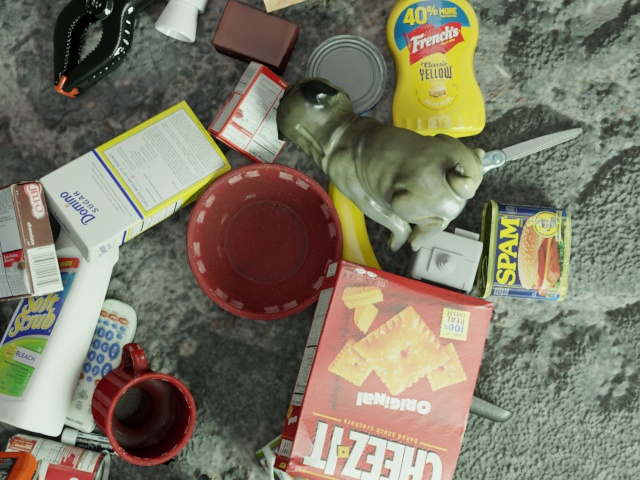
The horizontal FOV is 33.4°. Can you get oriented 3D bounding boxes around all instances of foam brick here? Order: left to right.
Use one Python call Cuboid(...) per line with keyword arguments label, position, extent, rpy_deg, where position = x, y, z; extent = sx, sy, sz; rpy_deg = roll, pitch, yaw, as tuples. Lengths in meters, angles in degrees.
Cuboid(label="foam brick", position=(-0.067, -0.213, 1.124), extent=(0.078, 0.053, 0.051), rpy_deg=(21, 88, 3))

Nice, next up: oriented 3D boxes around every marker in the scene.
Cuboid(label="marker", position=(-0.212, 0.218, 1.126), extent=(0.121, 0.020, 0.020), rpy_deg=(10, 88, 1))

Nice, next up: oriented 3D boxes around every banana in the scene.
Cuboid(label="banana", position=(0.043, -0.019, 1.121), extent=(0.069, 0.037, 0.198), rpy_deg=(-2, 88, 2))

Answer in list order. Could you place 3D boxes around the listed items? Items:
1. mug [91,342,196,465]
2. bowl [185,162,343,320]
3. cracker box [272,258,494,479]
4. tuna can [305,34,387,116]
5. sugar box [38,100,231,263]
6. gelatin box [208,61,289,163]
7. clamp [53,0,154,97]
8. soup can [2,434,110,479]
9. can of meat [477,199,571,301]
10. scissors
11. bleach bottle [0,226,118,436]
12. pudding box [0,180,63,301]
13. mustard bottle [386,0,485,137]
Cuboid(label="mug", position=(-0.186, 0.161, 1.082), extent=(0.093, 0.082, 0.117), rpy_deg=(-13, 101, -26))
Cuboid(label="bowl", position=(-0.057, 0.001, 1.112), extent=(0.162, 0.055, 0.162), rpy_deg=(0, 89, -1))
Cuboid(label="cracker box", position=(0.063, 0.141, 1.045), extent=(0.164, 0.072, 0.213), rpy_deg=(17, 79, -9))
Cuboid(label="tuna can", position=(0.027, -0.172, 1.129), extent=(0.086, 0.034, 0.086), rpy_deg=(0, 88, 1))
Cuboid(label="sugar box", position=(-0.188, -0.061, 1.090), extent=(0.176, 0.048, 0.093), rpy_deg=(-33, 79, -21))
Cuboid(label="gelatin box", position=(-0.064, -0.130, 1.115), extent=(0.073, 0.030, 0.089), rpy_deg=(33, 89, -35))
Cuboid(label="clamp", position=(-0.215, -0.245, 1.119), extent=(0.165, 0.036, 0.210), rpy_deg=(22, 92, 24))
Cuboid(label="soup can", position=(-0.276, 0.243, 1.102), extent=(0.102, 0.068, 0.068), rpy_deg=(13, 88, 1))
Cuboid(label="can of meat", position=(0.211, 0.012, 1.108), extent=(0.084, 0.057, 0.102), rpy_deg=(5, 88, -2))
Cuboid(label="scissors", position=(0.179, -0.067, 1.131), extent=(0.202, 0.016, 0.096), rpy_deg=(-3, 89, 2))
Cuboid(label="bleach bottle", position=(-0.273, 0.068, 1.106), extent=(0.103, 0.068, 0.251), rpy_deg=(9, 77, 38))
Cuboid(label="pudding box", position=(-0.304, 0.002, 1.061), extent=(0.090, 0.039, 0.113), rpy_deg=(-9, 91, 45))
Cuboid(label="mustard bottle", position=(0.118, -0.204, 1.117), extent=(0.096, 0.058, 0.191), rpy_deg=(-4, 87, 6))
